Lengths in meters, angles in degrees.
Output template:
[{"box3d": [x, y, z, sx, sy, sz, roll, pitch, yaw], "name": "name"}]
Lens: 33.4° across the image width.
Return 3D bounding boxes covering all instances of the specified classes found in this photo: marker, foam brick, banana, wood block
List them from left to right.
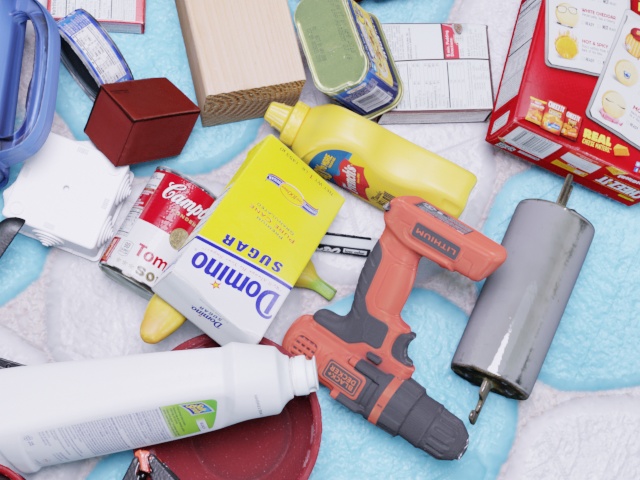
[{"box3d": [-0.155, -0.105, 0.929, 0.078, 0.051, 0.053, -17, 54, -47], "name": "foam brick"}, {"box3d": [-0.084, -0.219, 0.965, 0.090, 0.090, 0.206, -12, 80, -10], "name": "wood block"}, {"box3d": [-0.076, 0.036, 0.914, 0.197, 0.037, 0.070, -13, 53, -35], "name": "banana"}, {"box3d": [0.000, 0.000, 0.969, 0.121, 0.020, 0.020, 8, 78, -6], "name": "marker"}]

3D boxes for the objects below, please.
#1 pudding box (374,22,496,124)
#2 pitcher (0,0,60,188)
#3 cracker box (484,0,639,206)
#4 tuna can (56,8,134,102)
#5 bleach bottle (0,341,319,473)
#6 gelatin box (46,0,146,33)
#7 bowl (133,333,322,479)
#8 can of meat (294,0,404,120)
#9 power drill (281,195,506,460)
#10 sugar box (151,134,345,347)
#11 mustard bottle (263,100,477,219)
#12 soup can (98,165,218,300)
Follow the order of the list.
[{"box3d": [0.104, -0.158, 1.006, 0.113, 0.039, 0.090, -2, 81, -6], "name": "pudding box"}, {"box3d": [-0.303, -0.169, 0.904, 0.149, 0.145, 0.243, 13, 73, -25], "name": "pitcher"}, {"box3d": [0.258, -0.161, 0.996, 0.164, 0.072, 0.213, 21, 71, -13], "name": "cracker box"}, {"box3d": [-0.201, -0.160, 0.939, 0.033, 0.086, 0.086, -38, 86, -15], "name": "tuna can"}, {"box3d": [-0.126, 0.126, 0.842, 0.251, 0.102, 0.068, -8, 59, 1], "name": "bleach bottle"}, {"box3d": [-0.205, -0.231, 0.981, 0.089, 0.030, 0.073, 1, 80, -8], "name": "gelatin box"}, {"box3d": [-0.073, 0.159, 0.896, 0.162, 0.055, 0.162, -2, 77, 10], "name": "bowl"}, {"box3d": [0.024, -0.167, 0.949, 0.057, 0.083, 0.102, -24, 73, 19], "name": "can of meat"}, {"box3d": [0.078, 0.071, 0.897, 0.184, 0.057, 0.188, 33, 106, 13], "name": "power drill"}, {"box3d": [-0.056, 0.001, 0.893, 0.093, 0.048, 0.176, 40, 49, -12], "name": "sugar box"}, {"box3d": [0.038, -0.072, 0.949, 0.191, 0.096, 0.058, 28, 73, -2], "name": "mustard bottle"}, {"box3d": [-0.139, -0.004, 0.925, 0.068, 0.068, 0.102, 30, 76, -1], "name": "soup can"}]
